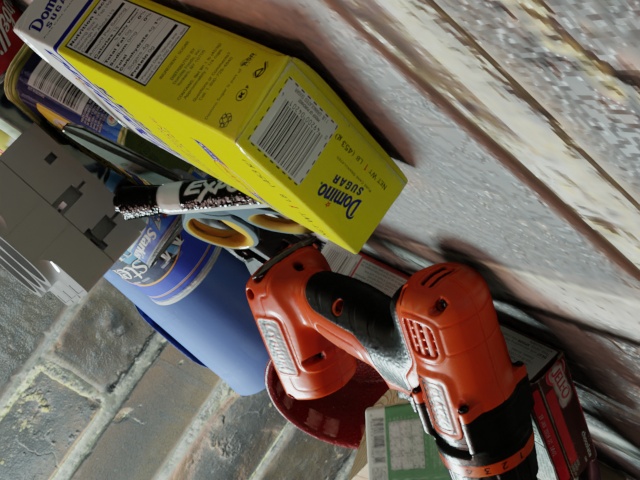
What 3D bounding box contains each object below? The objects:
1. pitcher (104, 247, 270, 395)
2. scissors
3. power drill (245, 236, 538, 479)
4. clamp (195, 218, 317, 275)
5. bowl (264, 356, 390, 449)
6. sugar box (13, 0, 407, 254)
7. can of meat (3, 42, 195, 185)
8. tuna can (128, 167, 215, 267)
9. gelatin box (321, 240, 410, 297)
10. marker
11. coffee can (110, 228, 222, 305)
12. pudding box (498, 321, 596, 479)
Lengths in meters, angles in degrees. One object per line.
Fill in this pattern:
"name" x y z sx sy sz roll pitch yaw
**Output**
"pitcher" -0.138 0.051 1.148 0.242 0.149 0.145 41 -178 -21
"scissors" -0.059 -0.029 0.601 0.096 0.016 0.201 -3 163 11
"power drill" 0.045 0.081 0.620 0.188 0.057 0.184 16 131 49
"clamp" -0.056 0.001 0.868 0.164 0.036 0.210 41 170 -35
"bowl" 0.034 0.117 0.957 0.162 0.055 0.162 8 133 8
"sugar box" -0.054 -0.060 0.467 0.176 0.048 0.093 26 168 42
"can of meat" -0.121 -0.074 0.623 0.084 0.057 0.102 30 171 17
"tuna can" -0.109 -0.024 0.761 0.034 0.086 0.086 37 172 -3
"gelatin box" 0.045 0.040 0.717 0.089 0.030 0.073 26 169 47
"marker" -0.053 -0.024 0.554 0.121 0.020 0.020 -4 157 19
"coffee can" -0.171 -0.020 0.973 0.140 0.103 0.103 39 171 -30
"pudding box" 0.105 0.088 0.643 0.114 0.039 0.090 23 145 48
